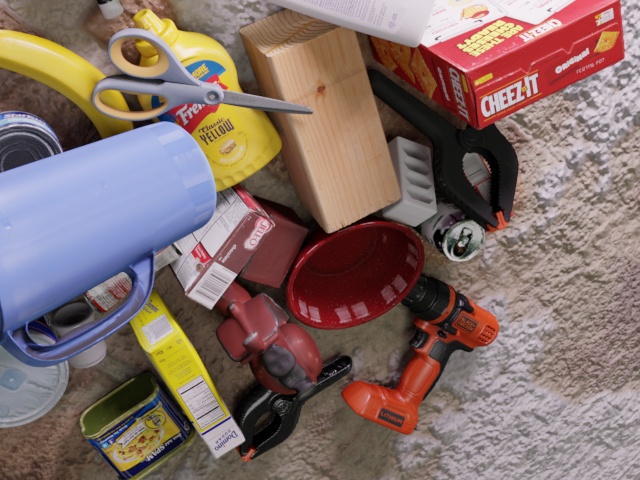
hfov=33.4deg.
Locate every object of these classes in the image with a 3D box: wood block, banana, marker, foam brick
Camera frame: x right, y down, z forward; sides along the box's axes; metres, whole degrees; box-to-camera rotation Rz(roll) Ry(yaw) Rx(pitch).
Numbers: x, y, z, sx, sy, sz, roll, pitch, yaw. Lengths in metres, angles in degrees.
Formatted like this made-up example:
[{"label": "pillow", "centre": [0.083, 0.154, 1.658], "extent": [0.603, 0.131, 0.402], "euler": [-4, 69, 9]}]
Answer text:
[{"label": "wood block", "centre": [0.003, -0.124, 1.070], "extent": [0.090, 0.090, 0.206], "euler": [-26, 125, -10]}, {"label": "banana", "centre": [-0.233, -0.137, 0.979], "extent": [0.069, 0.037, 0.197], "euler": [-45, 126, 0]}, {"label": "marker", "centre": [-0.208, -0.252, 0.939], "extent": [0.020, 0.020, 0.121], "euler": [-30, 126, -9]}, {"label": "foam brick", "centre": [-0.057, 0.001, 1.133], "extent": [0.051, 0.053, 0.078], "euler": [17, 109, -32]}]

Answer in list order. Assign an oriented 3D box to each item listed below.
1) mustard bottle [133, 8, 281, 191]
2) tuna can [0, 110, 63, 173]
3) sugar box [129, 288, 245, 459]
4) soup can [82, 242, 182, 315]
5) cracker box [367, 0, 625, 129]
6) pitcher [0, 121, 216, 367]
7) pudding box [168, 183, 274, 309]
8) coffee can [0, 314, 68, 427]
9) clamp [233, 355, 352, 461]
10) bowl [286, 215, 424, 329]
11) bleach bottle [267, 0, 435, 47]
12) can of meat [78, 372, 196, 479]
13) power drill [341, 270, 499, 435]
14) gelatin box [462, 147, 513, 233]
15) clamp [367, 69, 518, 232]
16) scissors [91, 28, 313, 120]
[{"label": "mustard bottle", "centre": [-0.120, -0.140, 1.020], "extent": [0.096, 0.058, 0.191], "euler": [-30, 126, 4]}, {"label": "tuna can", "centre": [-0.282, -0.075, 0.991], "extent": [0.086, 0.034, 0.086], "euler": [-12, 121, -20]}, {"label": "sugar box", "centre": [-0.144, 0.144, 1.144], "extent": [0.048, 0.093, 0.176], "euler": [-33, 127, -7]}, {"label": "soup can", "centre": [-0.197, 0.018, 1.064], "extent": [0.102, 0.069, 0.068], "euler": [-36, 126, -4]}, {"label": "cracker box", "centre": [0.160, -0.200, 1.027], "extent": [0.164, 0.214, 0.072], "euler": [-27, 125, -11]}, {"label": "pitcher", "centre": [-0.209, -0.009, 0.939], "extent": [0.242, 0.145, 0.149], "euler": [-28, 130, -35]}, {"label": "pudding box", "centre": [-0.105, 0.000, 1.085], "extent": [0.039, 0.090, 0.113], "euler": [34, 99, -34]}, {"label": "coffee can", "centre": [-0.303, 0.095, 1.009], "extent": [0.102, 0.140, 0.103], "euler": [-12, 121, -20]}, {"label": "clamp", "centre": [-0.039, 0.184, 1.250], "extent": [0.120, 0.039, 0.171], "euler": [20, 106, -22]}, {"label": "bowl", "centre": [0.031, 0.024, 1.173], "extent": [0.162, 0.055, 0.162], "euler": [-14, 136, -14]}, {"label": "bleach bottle", "centre": [-0.016, -0.256, 0.946], "extent": [0.251, 0.068, 0.103], "euler": [19, 113, 0]}, {"label": "can of meat", "centre": [-0.202, 0.205, 1.173], "extent": [0.102, 0.057, 0.084], "euler": [-34, 124, -6]}, {"label": "power drill", "centre": [0.109, 0.134, 1.283], "extent": [0.184, 0.057, 0.188], "euler": [29, 101, -35]}, {"label": "gelatin box", "centre": [0.170, -0.051, 1.178], "extent": [0.030, 0.073, 0.089], "euler": [-28, 86, -12]}, {"label": "clamp", "centre": [0.142, -0.108, 1.123], "extent": [0.164, 0.036, 0.210], "euler": [-12, 85, -14]}, {"label": "scissors", "centre": [-0.107, -0.149, 0.965], "extent": [0.201, 0.016, 0.096], "euler": [-5, 126, -5]}]
